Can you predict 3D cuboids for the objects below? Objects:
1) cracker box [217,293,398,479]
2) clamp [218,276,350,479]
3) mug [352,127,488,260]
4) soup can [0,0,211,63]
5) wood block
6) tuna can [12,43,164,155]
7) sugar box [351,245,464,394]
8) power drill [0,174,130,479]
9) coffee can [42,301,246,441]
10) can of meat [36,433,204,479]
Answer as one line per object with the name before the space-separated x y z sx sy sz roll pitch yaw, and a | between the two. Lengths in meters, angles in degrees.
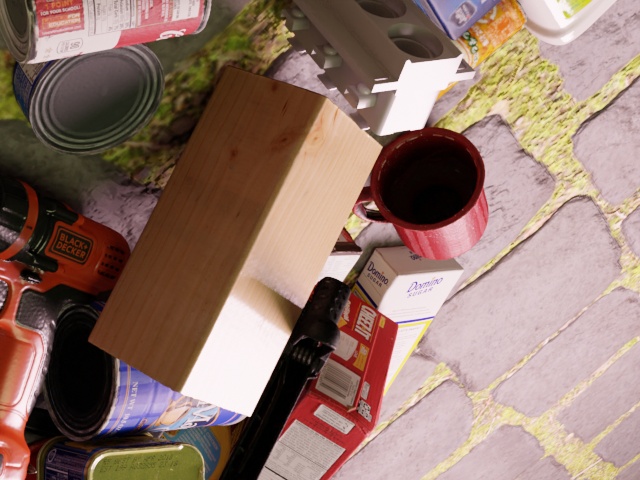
cracker box | -0.022 0.170 0.953 0.214 0.072 0.164 -54 -173 29
clamp | -0.010 0.077 0.786 0.165 0.036 0.209 -60 -178 33
mug | 0.084 -0.033 0.889 0.117 0.093 0.081 -9 155 13
soup can | -0.119 -0.137 0.575 0.102 0.068 0.069 -17 142 -28
wood block | -0.055 0.001 0.715 0.090 0.090 0.206 32 82 -56
tuna can | -0.139 -0.094 0.640 0.086 0.034 0.086 -25 145 -19
sugar box | 0.058 0.082 1.036 0.093 0.048 0.176 -2 130 -41
power drill | -0.212 0.054 0.665 0.184 0.057 0.187 29 80 -53
coffee can | -0.128 0.097 0.824 0.140 0.103 0.103 2 130 -45
can of meat | -0.148 0.176 0.800 0.101 0.057 0.084 3 175 -37
